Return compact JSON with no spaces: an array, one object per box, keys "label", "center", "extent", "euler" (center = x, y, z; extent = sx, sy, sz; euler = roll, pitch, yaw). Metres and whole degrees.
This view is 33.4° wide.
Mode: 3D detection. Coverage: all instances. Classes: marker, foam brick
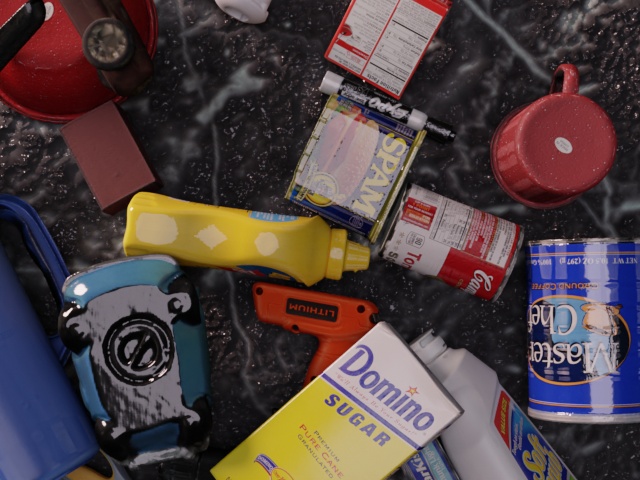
[{"label":"marker","center":[0.058,-0.111,0.898],"extent":[0.121,0.020,0.020],"euler":[23,88,0]},{"label":"foam brick","center":[-0.172,-0.068,0.877],"extent":[0.051,0.053,0.078],"euler":[-28,88,-2]}]

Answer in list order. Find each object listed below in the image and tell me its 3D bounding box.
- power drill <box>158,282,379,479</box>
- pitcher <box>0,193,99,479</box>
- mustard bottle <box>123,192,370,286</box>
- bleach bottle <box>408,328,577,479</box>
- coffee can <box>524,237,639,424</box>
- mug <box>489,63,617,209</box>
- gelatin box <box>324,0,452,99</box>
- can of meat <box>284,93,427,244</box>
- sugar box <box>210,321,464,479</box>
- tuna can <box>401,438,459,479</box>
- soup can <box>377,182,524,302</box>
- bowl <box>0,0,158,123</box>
[{"label":"power drill","center":[-0.032,0.131,0.871],"extent":[0.184,0.057,0.187],"euler":[8,90,3]},{"label":"pitcher","center":[-0.266,0.082,0.832],"extent":[0.149,0.145,0.243],"euler":[-31,87,7]},{"label":"mustard bottle","center":[-0.056,0.002,0.854],"extent":[0.191,0.096,0.058],"euler":[7,87,-1]},{"label":"bleach bottle","center":[0.148,0.183,0.849],"extent":[0.068,0.102,0.251],"euler":[-37,88,33]},{"label":"coffee can","center":[0.216,0.070,0.851],"extent":[0.103,0.103,0.140],"euler":[-1,88,-1]},{"label":"mug","center":[0.193,-0.086,0.867],"extent":[0.093,0.081,0.117],"euler":[12,88,0]},{"label":"gelatin box","center":[0.055,-0.172,0.878],"extent":[0.073,0.030,0.089],"euler":[29,118,1]},{"label":"can of meat","center":[0.028,-0.060,0.878],"extent":[0.084,0.057,0.102],"euler":[25,88,2]},{"label":"sugar box","center":[0.013,0.152,0.809],"extent":[0.176,0.048,0.093],"euler":[-43,76,5]},{"label":"tuna can","center":[0.086,0.185,0.855],"extent":[0.033,0.086,0.086],"euler":[-28,88,-3]},{"label":"soup can","center":[0.106,0.001,0.870],"extent":[0.102,0.068,0.068],"euler":[22,88,1]},{"label":"bowl","center":[-0.218,-0.180,0.880],"extent":[0.162,0.055,0.162],"euler":[0,87,-1]}]
